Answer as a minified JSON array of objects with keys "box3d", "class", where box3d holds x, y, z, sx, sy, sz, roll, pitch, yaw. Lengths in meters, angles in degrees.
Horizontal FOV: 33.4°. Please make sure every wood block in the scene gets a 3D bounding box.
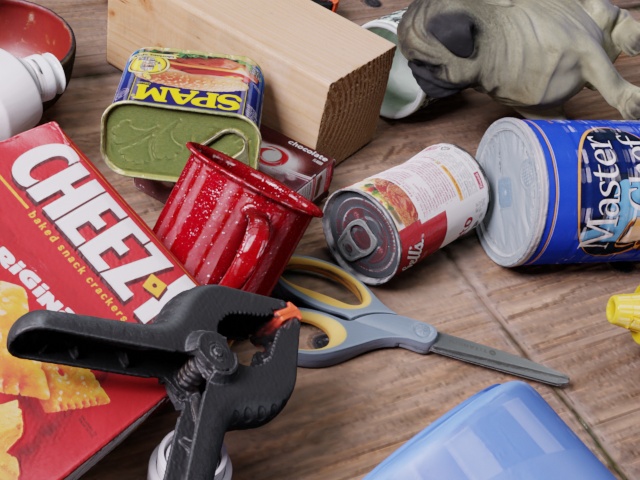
[{"box3d":[-0.058,-0.143,0.818,0.206,0.090,0.090,31,44,21],"class":"wood block"}]

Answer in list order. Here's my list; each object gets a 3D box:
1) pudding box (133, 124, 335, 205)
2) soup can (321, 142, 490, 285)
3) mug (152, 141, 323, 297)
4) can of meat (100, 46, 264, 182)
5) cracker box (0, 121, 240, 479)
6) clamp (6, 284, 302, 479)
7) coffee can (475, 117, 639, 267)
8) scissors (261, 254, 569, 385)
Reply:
[{"box3d":[-0.061,-0.048,0.747,0.114,0.039,0.089,29,43,18],"class":"pudding box"},{"box3d":[0.060,-0.020,0.728,0.069,0.069,0.102,39,46,26],"class":"soup can"},{"box3d":[-0.054,0.001,0.633,0.093,0.081,0.117,26,8,-21],"class":"mug"},{"box3d":[-0.088,-0.085,0.711,0.102,0.057,0.084,7,38,-3],"class":"can of meat"},{"box3d":[-0.161,0.045,0.524,0.164,0.072,0.213,48,37,3],"class":"cracker box"},{"box3d":[-0.068,0.058,0.514,0.120,0.039,0.171,52,29,-2],"class":"clamp"},{"box3d":[0.191,-0.035,0.752,0.140,0.103,0.103,-2,43,-17],"class":"coffee can"},{"box3d":[0.048,0.068,0.663,0.202,0.016,0.096,27,44,15],"class":"scissors"}]
